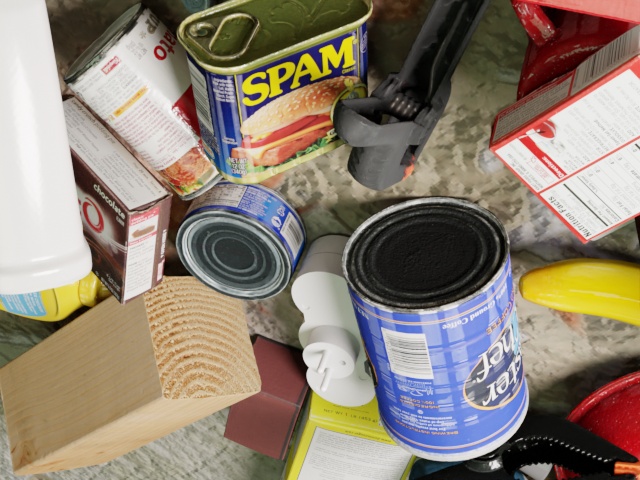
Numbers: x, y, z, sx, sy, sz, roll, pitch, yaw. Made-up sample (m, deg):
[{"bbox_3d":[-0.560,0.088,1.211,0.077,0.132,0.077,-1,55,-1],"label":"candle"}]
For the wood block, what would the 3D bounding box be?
[{"bbox_3d":[-0.150,0.105,0.809,0.090,0.091,0.207,3,155,-45],"label":"wood block"}]

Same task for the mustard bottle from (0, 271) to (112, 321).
[{"bbox_3d":[-0.230,0.015,0.799,0.192,0.058,0.096,12,133,11],"label":"mustard bottle"}]

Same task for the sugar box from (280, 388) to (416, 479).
[{"bbox_3d":[0.020,0.184,0.866,0.093,0.048,0.176,13,139,-4],"label":"sugar box"}]

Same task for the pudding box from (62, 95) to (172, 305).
[{"bbox_3d":[-0.147,-0.027,0.706,0.114,0.039,0.090,42,142,24],"label":"pudding box"}]

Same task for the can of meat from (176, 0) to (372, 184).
[{"bbox_3d":[-0.022,-0.089,0.589,0.057,0.102,0.084,50,156,38],"label":"can of meat"}]

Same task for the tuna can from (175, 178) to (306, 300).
[{"bbox_3d":[-0.055,0.001,0.732,0.086,0.033,0.086,12,135,11],"label":"tuna can"}]

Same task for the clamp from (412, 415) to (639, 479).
[{"bbox_3d":[0.110,0.145,0.717,0.210,0.164,0.036,-4,122,20],"label":"clamp"}]

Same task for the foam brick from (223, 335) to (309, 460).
[{"bbox_3d":[-0.039,0.122,0.830,0.051,0.053,0.078,19,135,3],"label":"foam brick"}]

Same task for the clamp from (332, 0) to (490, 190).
[{"bbox_3d":[0.040,-0.066,0.566,0.039,0.120,0.171,40,157,14],"label":"clamp"}]

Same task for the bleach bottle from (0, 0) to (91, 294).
[{"bbox_3d":[-0.184,-0.102,0.618,0.103,0.068,0.251,38,134,53],"label":"bleach bottle"}]

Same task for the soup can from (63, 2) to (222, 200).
[{"bbox_3d":[-0.095,-0.083,0.643,0.069,0.068,0.102,-26,118,38],"label":"soup can"}]

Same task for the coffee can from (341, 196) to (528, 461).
[{"bbox_3d":[0.076,0.058,0.685,0.103,0.102,0.140,2,133,20],"label":"coffee can"}]
